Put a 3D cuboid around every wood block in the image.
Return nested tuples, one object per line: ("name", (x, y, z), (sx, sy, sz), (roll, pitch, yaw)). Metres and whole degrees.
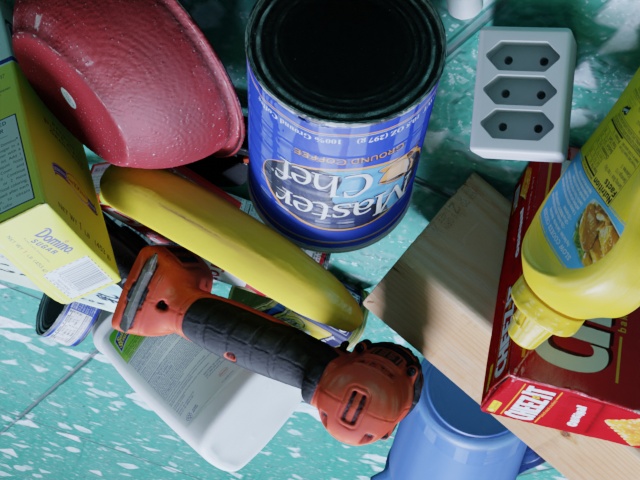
("wood block", (0.142, 0.065, 0.716), (0.206, 0.090, 0.091), (41, 152, 4))

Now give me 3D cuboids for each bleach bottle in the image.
("bleach bottle", (-0.125, 0.090, 0.920), (0.251, 0.102, 0.068), (35, 171, 44))

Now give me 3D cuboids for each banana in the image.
("banana", (-0.062, -0.005, 0.636), (0.198, 0.037, 0.069), (28, 175, 19))

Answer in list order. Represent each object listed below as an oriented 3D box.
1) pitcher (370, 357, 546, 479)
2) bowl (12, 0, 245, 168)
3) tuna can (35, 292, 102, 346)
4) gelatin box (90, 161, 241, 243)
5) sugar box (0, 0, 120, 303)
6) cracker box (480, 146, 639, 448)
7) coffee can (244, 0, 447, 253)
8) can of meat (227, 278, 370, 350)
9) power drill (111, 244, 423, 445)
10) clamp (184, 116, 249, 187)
("pitcher", (0.143, 0.183, 1.002), (0.145, 0.149, 0.243), (32, 154, 17))
("bowl", (-0.118, -0.093, 0.589), (0.162, 0.055, 0.162), (38, 158, 18))
("tuna can", (-0.221, 0.051, 0.958), (0.033, 0.086, 0.086), (27, 151, -26))
("gelatin box", (-0.111, -0.027, 0.733), (0.089, 0.030, 0.073), (-4, 151, 46))
("sugar box", (-0.173, -0.057, 0.637), (0.048, 0.176, 0.093), (-23, 147, 4))
("cracker box", (0.218, 0.043, 0.640), (0.213, 0.164, 0.072), (14, 152, 0))
("coffee can", (0.010, -0.069, 0.595), (0.103, 0.102, 0.140), (13, 153, 3))
("can of meat", (-0.022, 0.057, 0.905), (0.083, 0.057, 0.102), (30, 149, -24))
("power drill", (-0.024, 0.063, 0.677), (0.188, 0.057, 0.184), (23, -178, 10))
("clamp", (-0.102, -0.059, 0.742), (0.172, 0.039, 0.120), (7, 161, 26))
